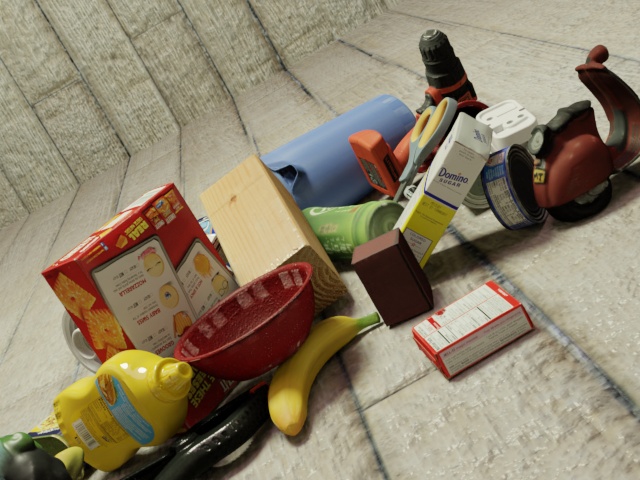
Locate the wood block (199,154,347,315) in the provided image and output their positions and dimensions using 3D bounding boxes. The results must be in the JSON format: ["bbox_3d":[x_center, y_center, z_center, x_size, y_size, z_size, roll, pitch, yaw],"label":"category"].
[{"bbox_3d":[-0.058,0.001,1.229,0.091,0.090,0.206,-37,38,5],"label":"wood block"}]

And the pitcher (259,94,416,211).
[{"bbox_3d":[0.022,-0.102,1.507,0.242,0.145,0.149,-33,29,-23],"label":"pitcher"}]

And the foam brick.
[{"bbox_3d":[0.072,0.036,1.064,0.051,0.078,0.053,-26,14,13],"label":"foam brick"}]

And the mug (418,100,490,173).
[{"bbox_3d":[0.165,-0.120,1.357,0.117,0.093,0.082,-39,13,-20],"label":"mug"}]

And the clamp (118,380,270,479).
[{"bbox_3d":[-0.118,0.198,0.964,0.209,0.036,0.165,-34,8,-22],"label":"clamp"}]

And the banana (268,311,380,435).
[{"bbox_3d":[-0.010,0.122,1.020,0.070,0.037,0.197,-20,18,36],"label":"banana"}]

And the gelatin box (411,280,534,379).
[{"bbox_3d":[0.130,0.077,0.927,0.089,0.030,0.073,-31,17,-3],"label":"gelatin box"}]

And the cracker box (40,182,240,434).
[{"bbox_3d":[-0.166,0.072,1.120,0.072,0.213,0.164,-18,20,41],"label":"cracker box"}]

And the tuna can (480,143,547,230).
[{"bbox_3d":[0.200,-0.054,1.101,0.034,0.086,0.086,-21,18,33],"label":"tuna can"}]

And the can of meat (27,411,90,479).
[{"bbox_3d":[-0.270,0.213,1.158,0.102,0.057,0.083,-15,20,40],"label":"can of meat"}]

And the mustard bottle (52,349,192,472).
[{"bbox_3d":[-0.182,0.157,1.034,0.192,0.096,0.058,-33,2,43],"label":"mustard bottle"}]

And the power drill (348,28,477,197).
[{"bbox_3d":[0.127,-0.162,1.416,0.187,0.184,0.057,-41,38,-14],"label":"power drill"}]

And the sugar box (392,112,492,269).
[{"bbox_3d":[0.118,-0.038,1.109,0.176,0.048,0.093,-59,3,28],"label":"sugar box"}]

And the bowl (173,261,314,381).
[{"bbox_3d":[-0.063,0.089,1.046,0.162,0.055,0.162,-31,14,8],"label":"bowl"}]

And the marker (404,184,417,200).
[{"bbox_3d":[0.127,-0.050,1.332,0.020,0.020,0.121,-30,16,-1],"label":"marker"}]

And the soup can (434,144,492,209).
[{"bbox_3d":[0.176,-0.080,1.252,0.068,0.068,0.102,-29,16,3],"label":"soup can"}]

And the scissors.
[{"bbox_3d":[0.108,-0.089,1.318,0.202,0.016,0.096,-59,15,11],"label":"scissors"}]
